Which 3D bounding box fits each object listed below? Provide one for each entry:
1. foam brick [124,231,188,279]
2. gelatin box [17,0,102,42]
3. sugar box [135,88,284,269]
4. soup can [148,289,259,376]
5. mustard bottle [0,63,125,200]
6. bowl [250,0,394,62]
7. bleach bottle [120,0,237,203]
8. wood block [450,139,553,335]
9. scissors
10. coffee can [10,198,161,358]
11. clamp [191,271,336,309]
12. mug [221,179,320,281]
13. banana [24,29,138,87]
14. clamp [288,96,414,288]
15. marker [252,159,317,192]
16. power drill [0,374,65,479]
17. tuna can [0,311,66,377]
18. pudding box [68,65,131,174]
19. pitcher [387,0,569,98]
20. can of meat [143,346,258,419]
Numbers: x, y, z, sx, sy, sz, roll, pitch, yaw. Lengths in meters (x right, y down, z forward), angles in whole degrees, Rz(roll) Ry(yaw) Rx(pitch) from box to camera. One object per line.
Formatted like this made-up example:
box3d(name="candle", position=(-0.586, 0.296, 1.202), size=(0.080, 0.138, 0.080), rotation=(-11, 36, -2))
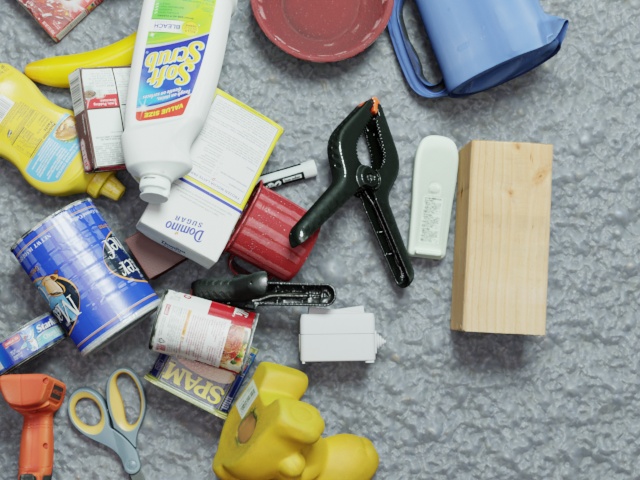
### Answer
box3d(name="foam brick", position=(-0.168, 0.002, 1.181), size=(0.078, 0.051, 0.053), rotation=(-31, 89, -4))
box3d(name="gelatin box", position=(-0.302, -0.281, 1.202), size=(0.073, 0.030, 0.089), rotation=(-44, 90, -4))
box3d(name="sugar box", position=(-0.118, -0.067, 1.151), size=(0.093, 0.048, 0.176), rotation=(30, 72, -10))
box3d(name="soup can", position=(-0.122, 0.096, 1.116), size=(0.102, 0.068, 0.068), rotation=(16, 86, -2))
box3d(name="mustard bottle", position=(-0.298, -0.105, 1.178), size=(0.191, 0.058, 0.096), rotation=(35, 86, 0))
box3d(name="bowl", position=(0.001, -0.275, 1.202), size=(0.162, 0.055, 0.162), rotation=(0, 87, -2))
box3d(name="bleach bottle", position=(-0.150, -0.158, 1.121), size=(0.102, 0.068, 0.251), rotation=(5, 69, -1))
box3d(name="wood block", position=(0.198, -0.001, 1.177), size=(0.090, 0.091, 0.206), rotation=(3, 87, -2))
box3d(name="scissors", position=(-0.229, 0.242, 1.183), size=(0.096, 0.016, 0.202), rotation=(-3, 87, -1))
box3d(name="coffee can", position=(-0.251, 0.040, 1.150), size=(0.103, 0.103, 0.140), rotation=(-35, 89, -4))
box3d(name="clamp", position=(-0.083, 0.053, 1.136), size=(0.172, 0.120, 0.039), rotation=(-5, 72, 31))
box3d(name="mug", position=(-0.058, 0.001, 1.173), size=(0.081, 0.093, 0.117), rotation=(29, 119, -9))
box3d(name="banana", position=(-0.233, -0.213, 1.201), size=(0.197, 0.037, 0.070), rotation=(-29, 59, -7))
box3d(name="clamp", position=(0.037, -0.062, 1.168), size=(0.164, 0.036, 0.210), rotation=(13, 69, -36))
box3d(name="marker", position=(-0.063, -0.066, 1.205), size=(0.121, 0.020, 0.020), rotation=(-16, 88, -3))
box3d(name="power drill", position=(-0.305, 0.235, 1.106), size=(0.057, 0.184, 0.187), rotation=(0, 77, -3))
box3d(name="tuna can", position=(-0.318, 0.113, 1.151), size=(0.086, 0.086, 0.034), rotation=(-32, 90, -4))
box3d(name="pudding box", position=(-0.217, -0.132, 1.156), size=(0.089, 0.039, 0.113), rotation=(-8, 88, -32))
box3d(name="pitcher", position=(0.150, -0.284, 1.181), size=(0.149, 0.145, 0.243), rotation=(-21, 84, -16))
box3d(name="can of meat", position=(-0.129, 0.136, 1.173), size=(0.102, 0.057, 0.084), rotation=(27, 83, -1))
